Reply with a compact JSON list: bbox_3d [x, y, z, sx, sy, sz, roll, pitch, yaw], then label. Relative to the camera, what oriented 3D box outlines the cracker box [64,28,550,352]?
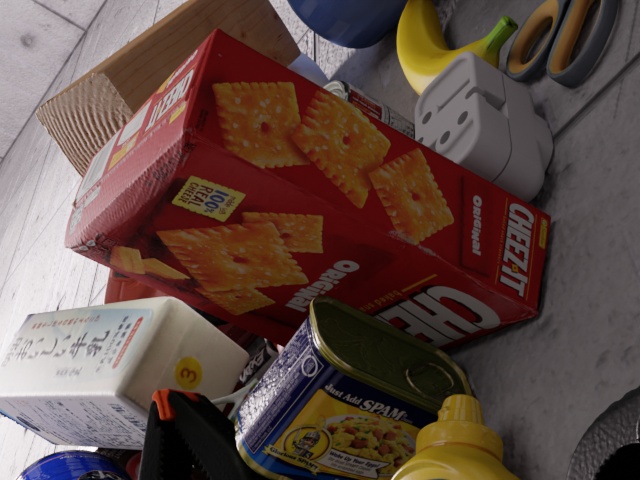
[{"bbox_3d":[-0.011,-0.003,0.581,0.164,0.213,0.072,-31,38,51],"label":"cracker box"}]

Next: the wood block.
[{"bbox_3d":[-0.115,-0.128,0.854,0.091,0.090,0.205,-19,22,40],"label":"wood block"}]

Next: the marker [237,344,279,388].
[{"bbox_3d":[-0.043,0.093,0.792,0.121,0.020,0.020,-47,26,30],"label":"marker"}]

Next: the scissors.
[{"bbox_3d":[0.166,-0.177,0.668,0.096,0.016,0.201,-21,45,58],"label":"scissors"}]

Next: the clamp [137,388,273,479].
[{"bbox_3d":[-0.061,0.181,0.563,0.165,0.036,0.210,-40,56,24],"label":"clamp"}]

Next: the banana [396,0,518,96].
[{"bbox_3d":[0.088,-0.133,0.758,0.070,0.037,0.198,-55,22,7],"label":"banana"}]

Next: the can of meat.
[{"bbox_3d":[0.017,0.090,0.562,0.084,0.102,0.057,-54,25,23],"label":"can of meat"}]
